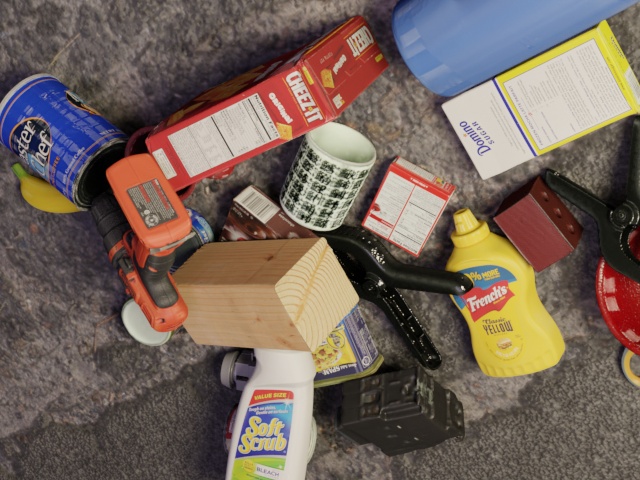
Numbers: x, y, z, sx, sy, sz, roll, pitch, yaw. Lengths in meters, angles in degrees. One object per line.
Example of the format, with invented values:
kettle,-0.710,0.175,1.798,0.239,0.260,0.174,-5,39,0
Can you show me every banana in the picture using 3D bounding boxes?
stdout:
banana,-0.306,-0.069,1.331,0.198,0.037,0.069,-4,113,26

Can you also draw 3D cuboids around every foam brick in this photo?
foam brick,0.227,-0.017,1.108,0.051,0.053,0.078,-37,97,33

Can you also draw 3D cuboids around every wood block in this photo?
wood block,-0.072,0.059,1.193,0.207,0.090,0.090,-3,125,48

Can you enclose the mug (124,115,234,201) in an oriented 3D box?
mug,-0.153,-0.097,1.221,0.117,0.081,0.093,14,119,18

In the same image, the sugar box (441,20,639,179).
sugar box,0.219,-0.137,1.057,0.177,0.048,0.093,-23,104,35

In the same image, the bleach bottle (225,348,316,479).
bleach bottle,-0.060,0.207,1.270,0.103,0.068,0.251,13,111,18

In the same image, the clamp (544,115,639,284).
clamp,0.306,-0.034,1.042,0.120,0.039,0.171,-45,65,35

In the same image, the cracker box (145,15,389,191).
cracker box,-0.056,-0.144,1.105,0.214,0.164,0.072,-21,107,31

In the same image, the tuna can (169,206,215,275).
tuna can,-0.172,0.002,1.308,0.086,0.033,0.086,10,118,20

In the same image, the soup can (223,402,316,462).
soup can,-0.064,0.247,1.360,0.102,0.068,0.068,4,116,22

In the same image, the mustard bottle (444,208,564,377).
mustard bottle,0.188,0.053,1.157,0.096,0.058,0.191,-14,108,36

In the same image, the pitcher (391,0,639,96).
pitcher,0.179,-0.235,0.972,0.243,0.144,0.149,-28,100,35

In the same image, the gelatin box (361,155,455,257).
gelatin box,0.096,-0.037,1.171,0.073,0.030,0.089,29,123,7

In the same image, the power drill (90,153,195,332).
power drill,-0.194,-0.011,1.143,0.184,0.057,0.188,55,156,19

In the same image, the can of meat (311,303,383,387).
can of meat,0.012,0.122,1.271,0.102,0.057,0.084,-15,106,30

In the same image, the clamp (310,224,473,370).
clamp,0.071,0.053,1.206,0.210,0.036,0.165,31,141,24

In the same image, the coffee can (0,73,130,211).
coffee can,-0.296,-0.115,1.247,0.140,0.102,0.103,38,125,19

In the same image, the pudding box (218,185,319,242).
pudding box,-0.058,0.001,1.233,0.113,0.039,0.090,40,144,10
